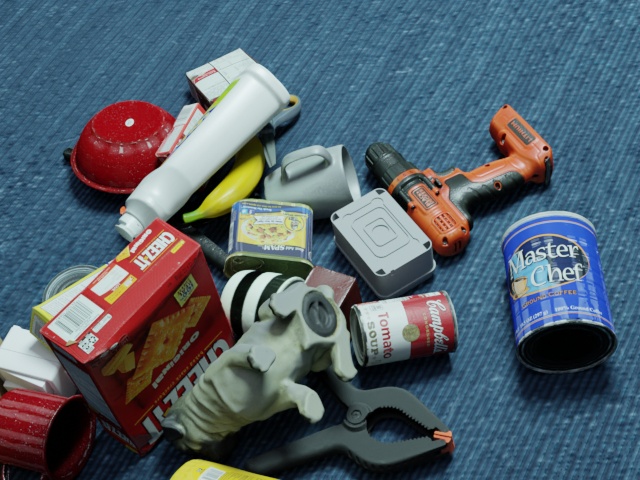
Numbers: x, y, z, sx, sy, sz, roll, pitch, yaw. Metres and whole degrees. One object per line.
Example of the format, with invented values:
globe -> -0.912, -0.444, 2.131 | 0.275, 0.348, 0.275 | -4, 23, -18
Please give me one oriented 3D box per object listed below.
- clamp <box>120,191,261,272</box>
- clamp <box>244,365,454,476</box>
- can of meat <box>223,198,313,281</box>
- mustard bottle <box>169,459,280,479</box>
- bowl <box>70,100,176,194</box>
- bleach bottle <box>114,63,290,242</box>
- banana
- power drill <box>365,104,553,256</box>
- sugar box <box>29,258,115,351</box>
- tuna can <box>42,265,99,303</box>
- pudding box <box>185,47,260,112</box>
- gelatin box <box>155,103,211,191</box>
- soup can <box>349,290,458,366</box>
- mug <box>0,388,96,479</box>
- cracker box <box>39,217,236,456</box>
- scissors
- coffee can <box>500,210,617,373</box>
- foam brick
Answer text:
clamp -> -0.160, -0.011, 1.295 | 0.171, 0.039, 0.120 | -1, 48, 6
clamp -> 0.037, 0.181, 1.112 | 0.210, 0.036, 0.164 | 3, 54, 17
can of meat -> -0.058, 0.002, 1.238 | 0.102, 0.057, 0.084 | 6, 56, -7
mustard bottle -> -0.052, 0.265, 1.037 | 0.192, 0.058, 0.096 | 10, 12, 16
bowl -> -0.244, -0.131, 1.370 | 0.162, 0.055, 0.162 | -1, 44, 0
bleach bottle -> -0.146, -0.097, 1.265 | 0.068, 0.103, 0.250 | 45, 70, -11
banana -> -0.104, -0.085, 1.312 | 0.070, 0.037, 0.197 | 8, 38, 15
power drill -> 0.167, -0.086, 1.278 | 0.187, 0.057, 0.184 | -31, 58, -9
sugar box -> -0.228, 0.074, 1.194 | 0.093, 0.048, 0.175 | 35, 40, 19
tuna can -> -0.283, 0.071, 1.258 | 0.086, 0.034, 0.086 | -5, 53, 7
pudding box -> -0.121, -0.208, 1.417 | 0.090, 0.039, 0.114 | -27, 36, -11
gelatin box -> -0.161, -0.117, 1.350 | 0.030, 0.073, 0.089 | -5, 49, 40
soup can -> 0.088, 0.094, 1.137 | 0.102, 0.068, 0.068 | -8, 52, -9
mug -> -0.300, 0.213, 1.125 | 0.082, 0.093, 0.117 | 8, 73, 22
cracker box -> -0.176, 0.105, 1.099 | 0.072, 0.213, 0.164 | 31, 64, 27
scissors -> -0.051, -0.145, 1.352 | 0.096, 0.016, 0.202 | -17, 33, -15
coffee can -> 0.249, 0.054, 1.125 | 0.103, 0.103, 0.140 | -5, 53, 7
foam brick -> 0.011, 0.073, 1.173 | 0.053, 0.078, 0.051 | 18, 60, 23
